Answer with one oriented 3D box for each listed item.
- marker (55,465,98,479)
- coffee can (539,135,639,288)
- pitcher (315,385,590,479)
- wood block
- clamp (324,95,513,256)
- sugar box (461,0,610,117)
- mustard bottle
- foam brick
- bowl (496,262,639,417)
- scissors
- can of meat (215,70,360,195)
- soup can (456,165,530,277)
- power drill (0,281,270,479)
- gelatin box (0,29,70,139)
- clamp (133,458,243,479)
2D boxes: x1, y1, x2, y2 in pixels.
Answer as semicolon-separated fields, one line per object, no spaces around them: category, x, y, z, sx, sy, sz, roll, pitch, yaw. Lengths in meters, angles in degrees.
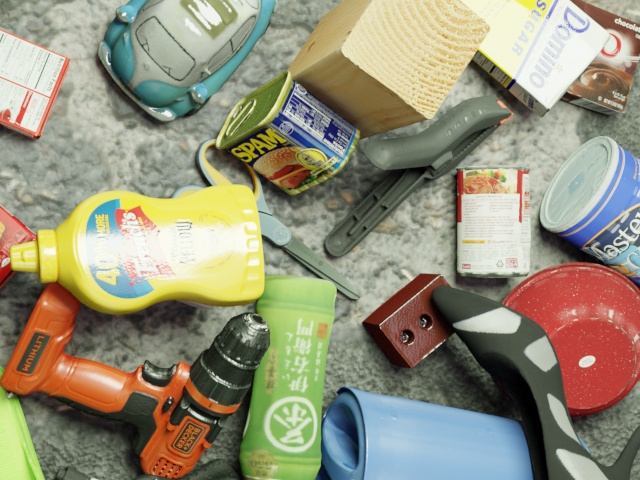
marker;-0.174;0.227;0.930;0.121;0.020;0.020;28;83;-14
coffee can;0.296;-0.020;1.014;0.140;0.103;0.103;31;82;-14
pitcher;0.120;0.219;0.950;0.242;0.145;0.149;10;84;-18
wood block;0.044;-0.150;0.889;0.090;0.206;0.091;35;81;-13
clamp;0.091;-0.069;0.963;0.209;0.165;0.036;-32;73;-34
sugar box;0.169;-0.206;0.982;0.176;0.048;0.093;40;86;6
mustard bottle;-0.143;0.008;0.834;0.191;0.058;0.096;-3;79;-17
foam brick;0.088;0.073;0.984;0.078;0.051;0.053;-39;100;-12
bowl;0.241;0.105;0.997;0.162;0.055;0.162;-1;108;-3
scissors;-0.056;0.001;0.961;0.096;0.016;0.201;-39;99;-15
can of meat;-0.028;-0.089;0.921;0.083;0.102;0.057;34;61;-23
soup can;0.161;-0.018;0.995;0.068;0.069;0.102;0;91;-16
power drill;-0.154;0.103;0.883;0.187;0.057;0.185;28;113;-10
gelatin box;-0.265;-0.135;0.897;0.089;0.030;0.073;22;83;-15
clamp;-0.118;0.214;0.882;0.171;0.120;0.039;-18;65;-49
